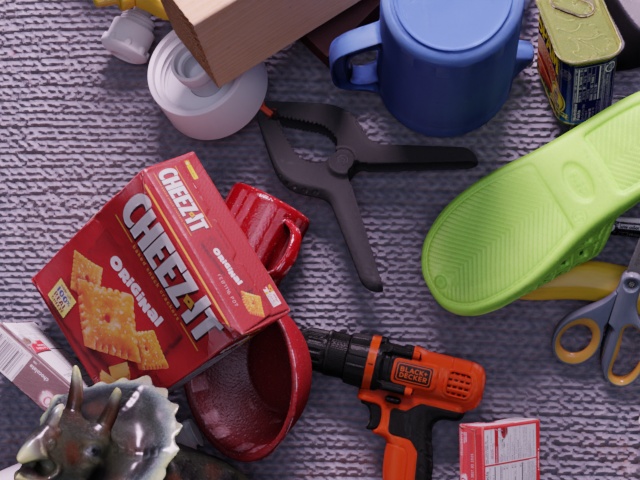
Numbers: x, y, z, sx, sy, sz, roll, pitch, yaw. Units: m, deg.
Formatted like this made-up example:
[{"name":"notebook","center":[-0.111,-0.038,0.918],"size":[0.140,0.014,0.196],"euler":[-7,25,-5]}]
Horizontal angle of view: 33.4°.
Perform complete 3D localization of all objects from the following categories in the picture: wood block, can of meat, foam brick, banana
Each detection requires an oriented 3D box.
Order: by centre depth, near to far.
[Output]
[{"name":"wood block","center":[-0.035,-0.239,0.939],"size":[0.206,0.091,0.090],"euler":[-33,59,-7]},{"name":"can of meat","center":[0.229,-0.166,0.957],"size":[0.057,0.084,0.102],"euler":[-11,52,2]},{"name":"banana","center":[0.272,0.056,0.985],"size":[0.198,0.037,0.069],"euler":[23,89,6]},{"name":"foam brick","center":[0.017,-0.212,1.013],"size":[0.078,0.051,0.053],"euler":[-45,84,1]}]

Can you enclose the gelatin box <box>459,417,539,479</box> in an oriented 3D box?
[{"name":"gelatin box","center":[0.162,0.201,0.966],"size":[0.030,0.089,0.073],"euler":[-3,86,47]}]

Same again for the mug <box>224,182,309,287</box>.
[{"name":"mug","center":[-0.056,0.001,0.983],"size":[0.093,0.117,0.081],"euler":[31,84,-32]}]

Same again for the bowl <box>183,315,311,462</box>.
[{"name":"bowl","center":[-0.059,0.118,0.980],"size":[0.162,0.055,0.162],"euler":[4,96,45]}]

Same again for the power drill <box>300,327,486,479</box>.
[{"name":"power drill","center":[0.047,0.182,0.990],"size":[0.184,0.057,0.187],"euler":[12,89,8]}]

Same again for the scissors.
[{"name":"scissors","center":[0.257,0.042,0.954],"size":[0.096,0.016,0.202],"euler":[2,116,14]}]

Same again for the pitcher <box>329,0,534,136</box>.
[{"name":"pitcher","center":[0.098,-0.171,0.908],"size":[0.145,0.243,0.149],"euler":[39,90,7]}]

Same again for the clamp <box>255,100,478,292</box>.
[{"name":"clamp","center":[0.032,-0.074,1.006],"size":[0.210,0.036,0.164],"euler":[42,77,14]}]

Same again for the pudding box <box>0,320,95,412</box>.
[{"name":"pudding box","center":[-0.257,0.124,1.003],"size":[0.113,0.090,0.039],"euler":[41,90,6]}]

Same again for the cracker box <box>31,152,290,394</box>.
[{"name":"cracker box","center":[-0.150,0.048,0.952],"size":[0.214,0.071,0.164],"euler":[-37,83,41]}]
